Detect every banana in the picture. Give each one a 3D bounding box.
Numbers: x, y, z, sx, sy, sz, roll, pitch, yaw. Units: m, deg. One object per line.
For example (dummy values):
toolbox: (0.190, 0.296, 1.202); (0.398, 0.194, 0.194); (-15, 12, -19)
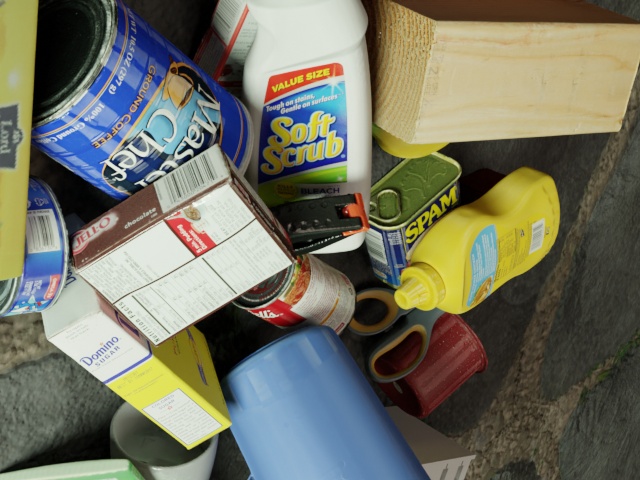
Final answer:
banana: (0.115, -0.126, 0.949); (0.197, 0.037, 0.069); (-38, 135, -27)

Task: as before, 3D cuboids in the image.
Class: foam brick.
foam brick: (0.163, -0.022, 1.048); (0.051, 0.053, 0.078); (-23, 127, -38)

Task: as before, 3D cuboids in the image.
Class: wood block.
wood block: (0.132, -0.131, 0.798); (0.205, 0.091, 0.090); (-7, 118, -33)

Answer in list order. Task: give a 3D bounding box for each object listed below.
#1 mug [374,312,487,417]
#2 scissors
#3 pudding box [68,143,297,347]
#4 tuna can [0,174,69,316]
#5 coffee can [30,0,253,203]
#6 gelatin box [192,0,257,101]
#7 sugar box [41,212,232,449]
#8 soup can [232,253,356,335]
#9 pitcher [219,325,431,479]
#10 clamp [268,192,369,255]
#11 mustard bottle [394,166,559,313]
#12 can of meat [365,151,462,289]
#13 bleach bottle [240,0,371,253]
mug: (0.098, 0.120, 1.041); (0.081, 0.093, 0.117); (-39, 172, -20)
scissors: (0.098, 0.047, 0.997); (0.201, 0.096, 0.016); (-47, 176, -24)
pudding box: (-0.084, 0.006, 0.661); (0.113, 0.039, 0.090); (-30, 135, 8)
tuna can: (-0.190, 0.003, 0.649); (0.033, 0.086, 0.086); (-7, 116, -44)
coffee can: (-0.122, -0.082, 0.662); (0.103, 0.103, 0.140); (-59, 141, -5)
gelatin box: (-0.047, -0.138, 0.751); (0.073, 0.030, 0.089); (-9, 139, -45)
sugar box: (-0.129, 0.066, 0.742); (0.048, 0.093, 0.176); (-29, 139, 4)
soup can: (-0.023, 0.038, 0.867); (0.102, 0.069, 0.068); (34, 84, -51)
pitcher: (0.010, 0.197, 0.814); (0.148, 0.243, 0.145); (-17, 161, -43)
clamp: (-0.055, 0.001, 0.734); (0.120, 0.172, 0.039); (4, 67, -74)
mustard bottle: (0.135, 0.011, 0.944); (0.191, 0.058, 0.096); (-30, 135, -36)
can of meat: (0.084, -0.017, 0.963); (0.102, 0.058, 0.084); (-40, 139, -25)
bleach bottle: (-0.016, -0.096, 0.734); (0.251, 0.102, 0.068); (85, 9, -48)
